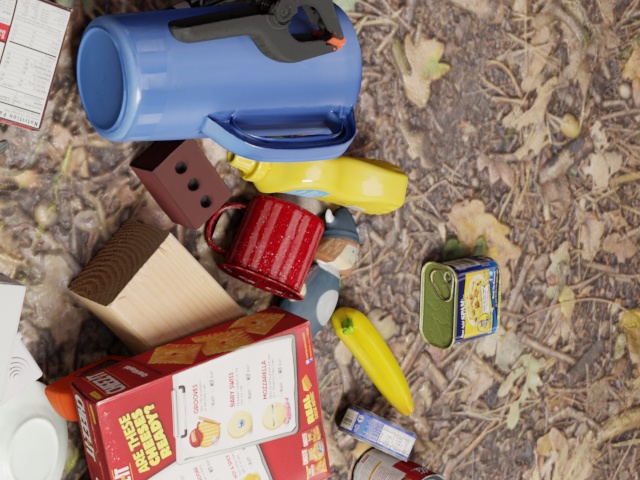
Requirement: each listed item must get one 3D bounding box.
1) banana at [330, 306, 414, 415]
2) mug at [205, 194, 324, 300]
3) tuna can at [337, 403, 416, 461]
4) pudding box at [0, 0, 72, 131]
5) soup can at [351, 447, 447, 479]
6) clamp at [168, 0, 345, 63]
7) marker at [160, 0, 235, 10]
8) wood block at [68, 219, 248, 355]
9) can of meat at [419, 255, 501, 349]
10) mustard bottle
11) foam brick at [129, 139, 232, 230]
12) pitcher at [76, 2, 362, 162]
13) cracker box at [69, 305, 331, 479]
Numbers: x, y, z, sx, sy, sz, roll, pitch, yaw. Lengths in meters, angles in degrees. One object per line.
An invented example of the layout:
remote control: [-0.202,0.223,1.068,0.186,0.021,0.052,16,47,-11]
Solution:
banana: [0.053,0.126,1.187,0.037,0.069,0.197,-23,137,14]
mug: [-0.057,0.001,1.072,0.117,0.093,0.081,22,80,-1]
tuna can: [0.064,0.216,1.200,0.086,0.086,0.033,31,79,-37]
pudding box: [-0.269,-0.158,0.903,0.089,0.039,0.113,15,92,-38]
soup can: [0.092,0.284,1.224,0.068,0.102,0.068,-8,104,-35]
clamp: [-0.048,-0.189,0.890,0.120,0.039,0.171,-52,135,5]
marker: [-0.112,-0.226,1.017,0.120,0.020,0.020,-30,116,-28]
wood block: [-0.130,0.085,1.026,0.090,0.090,0.206,-51,124,-18]
can of meat: [0.167,0.071,1.265,0.083,0.058,0.102,-9,106,-37]
mustard bottle: [-0.011,-0.068,1.077,0.191,0.096,0.058,9,92,-37]
foam brick: [-0.132,-0.057,1.017,0.053,0.051,0.078,-47,123,-19]
pitcher: [-0.086,-0.145,0.967,0.242,0.149,0.145,-11,106,-37]
cracker box: [-0.102,0.171,0.962,0.213,0.072,0.164,-19,111,-30]
